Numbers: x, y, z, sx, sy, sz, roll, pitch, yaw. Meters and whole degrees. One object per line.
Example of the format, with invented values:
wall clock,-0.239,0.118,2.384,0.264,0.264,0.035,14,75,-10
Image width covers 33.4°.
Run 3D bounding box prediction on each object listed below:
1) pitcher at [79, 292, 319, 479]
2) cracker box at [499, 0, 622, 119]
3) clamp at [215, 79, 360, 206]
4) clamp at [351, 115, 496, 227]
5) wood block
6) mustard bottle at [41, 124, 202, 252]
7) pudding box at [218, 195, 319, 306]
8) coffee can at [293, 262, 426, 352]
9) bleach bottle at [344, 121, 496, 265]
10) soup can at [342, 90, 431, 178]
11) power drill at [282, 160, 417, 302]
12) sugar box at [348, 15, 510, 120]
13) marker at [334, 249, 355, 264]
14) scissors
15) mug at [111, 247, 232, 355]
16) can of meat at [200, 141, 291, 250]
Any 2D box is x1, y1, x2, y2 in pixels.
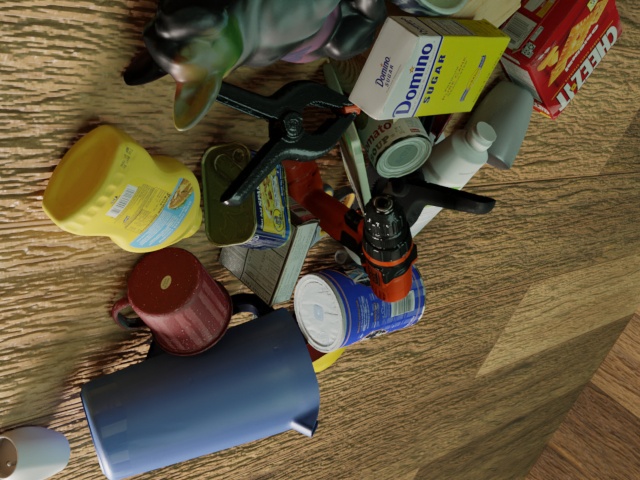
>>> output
pitcher,-0.131,0.160,1.152,0.242,0.149,0.145,-17,104,-13
cracker box,0.323,-0.273,1.434,0.164,0.072,0.213,-52,155,2
clamp,-0.042,-0.117,1.020,0.171,0.039,0.120,-29,114,-29
clamp,0.106,-0.062,1.210,0.036,0.164,0.210,-8,154,-39
wood block,0.112,-0.234,1.126,0.206,0.091,0.090,-43,153,-17
mustard bottle,-0.162,-0.036,0.975,0.096,0.058,0.191,-53,154,5
pudding box,-0.058,0.001,1.155,0.039,0.090,0.114,-20,140,-45
coffee can,0.051,0.078,1.383,0.140,0.103,0.103,-14,137,-35
bleach bottle,0.127,-0.062,1.295,0.102,0.068,0.251,-21,163,-44
soup can,0.071,-0.127,1.163,0.068,0.102,0.068,-18,148,-12
power drill,0.024,-0.031,1.132,0.057,0.188,0.184,-38,153,-16
sugar box,0.110,-0.169,1.046,0.175,0.048,0.093,-17,140,-52
marker,0.060,0.018,1.444,0.120,0.020,0.020,-5,128,-56
scissors,-0.031,0.008,1.290,0.201,0.016,0.096,-49,152,-5
mug,-0.158,0.062,1.093,0.117,0.093,0.081,-15,147,8
can of meat,-0.073,-0.042,1.074,0.083,0.058,0.102,12,72,-64
